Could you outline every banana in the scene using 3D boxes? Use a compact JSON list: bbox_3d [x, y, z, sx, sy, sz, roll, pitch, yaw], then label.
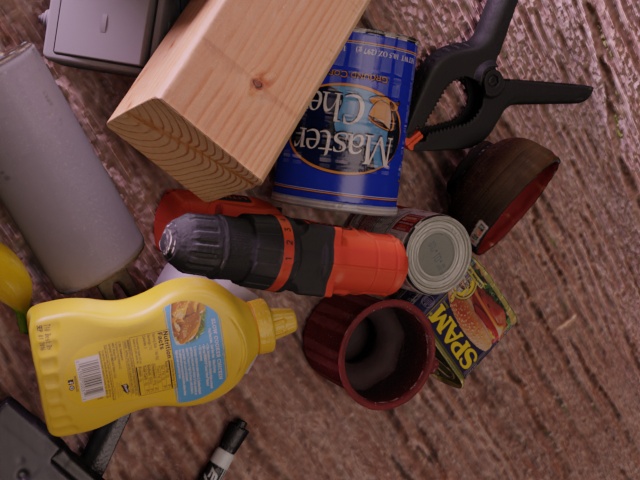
[{"bbox_3d":[-0.284,0.015,0.749,0.197,0.037,0.069,18,89,-29],"label":"banana"}]

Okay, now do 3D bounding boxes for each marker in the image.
[{"bbox_3d":[-0.095,0.204,0.890,0.020,0.020,0.121,33,83,-28],"label":"marker"}]

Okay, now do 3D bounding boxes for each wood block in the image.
[{"bbox_3d":[-0.044,-0.140,0.730,0.090,0.090,0.206,39,66,-22],"label":"wood block"}]

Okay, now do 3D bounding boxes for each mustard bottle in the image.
[{"bbox_3d":[-0.110,0.077,0.777,0.191,0.058,0.096,-11,110,-15],"label":"mustard bottle"}]

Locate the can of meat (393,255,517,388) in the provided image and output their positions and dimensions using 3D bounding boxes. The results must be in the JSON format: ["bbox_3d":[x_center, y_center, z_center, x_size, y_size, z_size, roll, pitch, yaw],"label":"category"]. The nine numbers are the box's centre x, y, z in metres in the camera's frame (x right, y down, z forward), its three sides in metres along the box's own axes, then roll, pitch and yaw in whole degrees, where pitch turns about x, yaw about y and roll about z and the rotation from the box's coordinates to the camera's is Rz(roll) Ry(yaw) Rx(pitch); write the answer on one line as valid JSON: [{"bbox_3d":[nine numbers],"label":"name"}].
[{"bbox_3d":[0.119,0.067,0.961,0.084,0.058,0.102,-44,115,-18],"label":"can of meat"}]

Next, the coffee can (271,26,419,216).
[{"bbox_3d":[0.020,-0.095,0.855,0.102,0.103,0.140,5,96,-29],"label":"coffee can"}]

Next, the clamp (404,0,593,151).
[{"bbox_3d":[0.153,-0.140,0.957,0.210,0.036,0.164,-45,117,-12],"label":"clamp"}]

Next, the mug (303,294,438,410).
[{"bbox_3d":[0.047,0.091,0.912,0.117,0.082,0.093,15,91,-29],"label":"mug"}]

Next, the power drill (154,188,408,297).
[{"bbox_3d":[-0.055,0.001,0.783,0.184,0.188,0.057,9,95,-31],"label":"power drill"}]

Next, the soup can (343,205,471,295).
[{"bbox_3d":[0.071,0.005,0.899,0.068,0.102,0.068,-5,100,-27],"label":"soup can"}]
